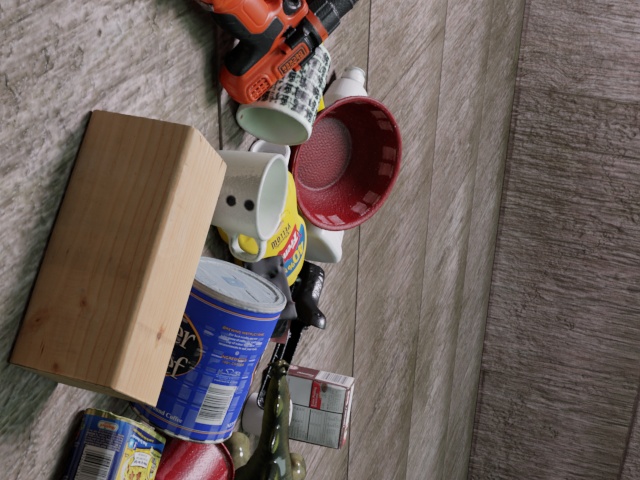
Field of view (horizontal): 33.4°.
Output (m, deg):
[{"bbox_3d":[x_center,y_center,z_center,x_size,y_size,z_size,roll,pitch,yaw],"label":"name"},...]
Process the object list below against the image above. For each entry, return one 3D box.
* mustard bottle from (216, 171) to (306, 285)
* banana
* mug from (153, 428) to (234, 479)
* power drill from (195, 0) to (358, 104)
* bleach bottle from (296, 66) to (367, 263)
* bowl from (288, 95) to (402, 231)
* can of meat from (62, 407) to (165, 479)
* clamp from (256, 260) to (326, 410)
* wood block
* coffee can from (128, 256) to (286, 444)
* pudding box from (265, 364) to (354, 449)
[{"bbox_3d":[-0.057,0.002,1.189,0.096,0.058,0.191,-52,156,-21],"label":"mustard bottle"},{"bbox_3d":[-0.003,-0.163,1.261,0.069,0.037,0.198,-37,127,-22],"label":"banana"},{"bbox_3d":[-0.147,0.238,1.024,0.117,0.093,0.081,-55,176,39],"label":"mug"},{"bbox_3d":[-0.040,-0.229,0.987,0.184,0.057,0.187,-45,153,-4],"label":"power drill"},{"bbox_3d":[0.016,-0.104,1.367,0.102,0.068,0.250,60,42,-63],"label":"bleach bottle"},{"bbox_3d":[0.018,-0.095,1.242,0.161,0.055,0.162,-16,117,-33],"label":"bowl"},{"bbox_3d":[-0.180,0.199,0.922,0.102,0.057,0.084,62,40,-64],"label":"can of meat"},{"bbox_3d":[-0.023,0.088,1.314,0.165,0.036,0.210,-56,-166,41],"label":"clamp"},{"bbox_3d":[-0.152,0.014,0.833,0.090,0.090,0.206,55,49,-69],"label":"wood block"},{"bbox_3d":[-0.104,0.098,0.972,0.140,0.103,0.102,-68,166,13],"label":"coffee can"},{"bbox_3d":[-0.019,0.212,1.369,0.039,0.113,0.090,-37,136,-70],"label":"pudding box"}]
